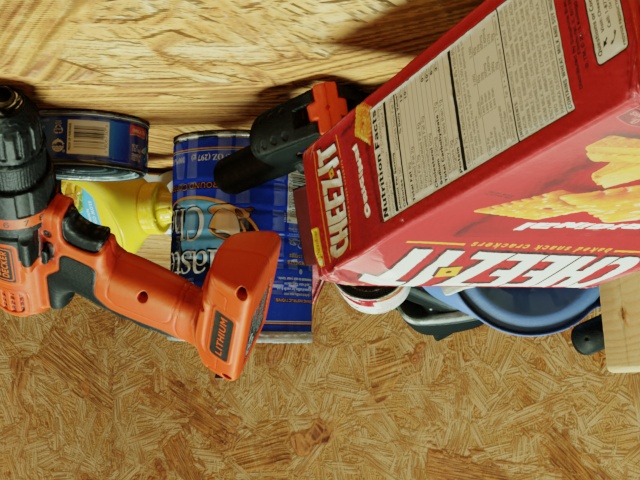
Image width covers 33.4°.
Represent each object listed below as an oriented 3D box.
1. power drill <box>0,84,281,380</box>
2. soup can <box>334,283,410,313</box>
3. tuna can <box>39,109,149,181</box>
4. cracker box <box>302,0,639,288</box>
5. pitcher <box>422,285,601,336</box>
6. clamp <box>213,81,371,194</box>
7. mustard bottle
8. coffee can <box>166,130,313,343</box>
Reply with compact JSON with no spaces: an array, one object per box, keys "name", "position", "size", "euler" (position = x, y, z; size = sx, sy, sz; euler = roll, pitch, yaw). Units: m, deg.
[{"name":"power drill","position":[-0.120,0.002,0.634],"size":[0.188,0.057,0.184],"euler":[21,142,7]},{"name":"soup can","position":[0.043,0.023,0.899],"size":[0.068,0.068,0.102],"euler":[1,169,6]},{"name":"tuna can","position":[-0.153,-0.060,0.687],"size":[0.086,0.034,0.086],"euler":[1,176,0]},{"name":"cracker box","position":[0.113,-0.036,0.425],"size":[0.164,0.072,0.214],"euler":[3,162,-26]},{"name":"pitcher","position":[0.135,0.000,0.885],"size":[0.145,0.149,0.243],"euler":[-19,-179,-5]},{"name":"clamp","position":[0.006,-0.060,0.631],"size":[0.120,0.039,0.172],"euler":[-15,178,-15]},{"name":"mustard bottle","position":[-0.193,-0.023,0.838],"size":[0.192,0.096,0.058],"euler":[-1,-144,17]},{"name":"coffee can","position":[-0.055,0.001,0.752],"size":[0.103,0.140,0.103],"euler":[1,176,0]}]
